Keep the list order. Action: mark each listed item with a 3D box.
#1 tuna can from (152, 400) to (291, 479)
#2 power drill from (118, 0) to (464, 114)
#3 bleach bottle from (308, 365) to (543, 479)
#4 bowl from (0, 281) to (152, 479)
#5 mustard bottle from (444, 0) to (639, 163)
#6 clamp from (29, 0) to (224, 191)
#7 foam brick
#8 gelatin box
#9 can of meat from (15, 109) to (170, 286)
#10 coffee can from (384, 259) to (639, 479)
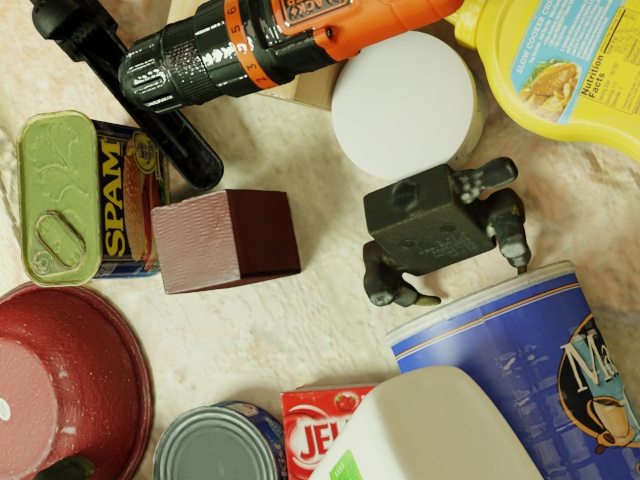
[{"bbox_3d":[-0.057,0.141,0.645,0.086,0.033,0.086,0,89,24],"label":"tuna can"},{"bbox_3d":[-0.035,-0.169,0.527,0.185,0.057,0.187,-16,86,19],"label":"power drill"},{"bbox_3d":[0.022,0.167,0.536,0.103,0.068,0.251,60,146,27],"label":"bleach bottle"},{"bbox_3d":[-0.192,0.106,0.695,0.162,0.055,0.162,0,90,24],"label":"bowl"},{"bbox_3d":[0.144,-0.093,0.543,0.192,0.058,0.096,27,99,22],"label":"mustard bottle"},{"bbox_3d":[-0.146,-0.131,0.633,0.036,0.164,0.210,-40,57,0],"label":"clamp"},{"bbox_3d":[-0.054,0.001,0.622,0.053,0.078,0.051,-12,86,24],"label":"foam brick"},{"bbox_3d":[0.023,0.119,0.611,0.089,0.030,0.073,-7,87,24],"label":"gelatin box"},{"bbox_3d":[-0.136,-0.024,0.655,0.058,0.083,0.102,-4,88,24],"label":"can of meat"},{"bbox_3d":[0.105,0.093,0.535,0.103,0.102,0.140,-26,79,22],"label":"coffee can"}]
